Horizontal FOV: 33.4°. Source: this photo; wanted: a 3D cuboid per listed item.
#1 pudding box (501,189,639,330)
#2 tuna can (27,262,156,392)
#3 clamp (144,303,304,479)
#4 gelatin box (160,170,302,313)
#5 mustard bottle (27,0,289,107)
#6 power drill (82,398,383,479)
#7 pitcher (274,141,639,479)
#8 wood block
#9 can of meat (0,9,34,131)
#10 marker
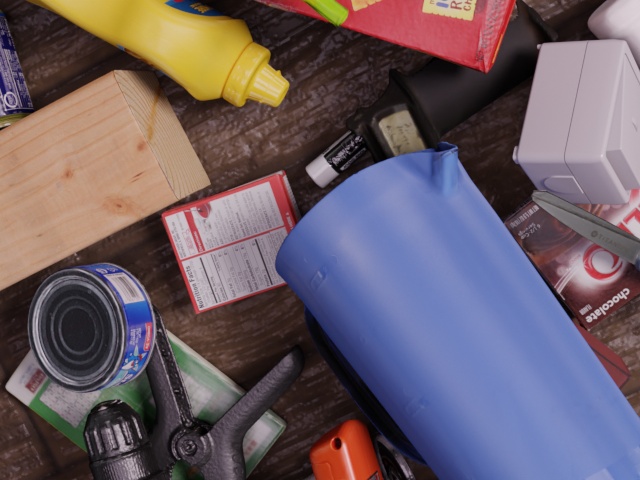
[{"bbox_3d":[0.186,-0.012,0.685,0.113,0.039,0.090,-39,92,11],"label":"pudding box"},{"bbox_3d":[-0.154,0.059,0.717,0.086,0.033,0.086,2,94,28],"label":"tuna can"},{"bbox_3d":[-0.092,0.128,0.731,0.120,0.039,0.171,24,97,16],"label":"clamp"},{"bbox_3d":[-0.055,0.001,0.725,0.089,0.030,0.073,-18,97,10],"label":"gelatin box"},{"bbox_3d":[-0.106,-0.139,0.677,0.191,0.096,0.058,31,101,2],"label":"mustard bottle"},{"bbox_3d":[-0.053,0.173,0.677,0.188,0.057,0.184,-19,88,19],"label":"power drill"},{"bbox_3d":[0.086,0.076,0.636,0.145,0.149,0.243,-36,72,2],"label":"pitcher"},{"bbox_3d":[-0.191,-0.027,0.708,0.206,0.090,0.090,-26,94,11],"label":"wood block"},{"bbox_3d":[-0.251,-0.105,0.722,0.102,0.057,0.084,-16,94,9],"label":"can of meat"},{"bbox_3d":[0.041,-0.080,0.705,0.121,0.020,0.020,-40,92,11],"label":"marker"}]
